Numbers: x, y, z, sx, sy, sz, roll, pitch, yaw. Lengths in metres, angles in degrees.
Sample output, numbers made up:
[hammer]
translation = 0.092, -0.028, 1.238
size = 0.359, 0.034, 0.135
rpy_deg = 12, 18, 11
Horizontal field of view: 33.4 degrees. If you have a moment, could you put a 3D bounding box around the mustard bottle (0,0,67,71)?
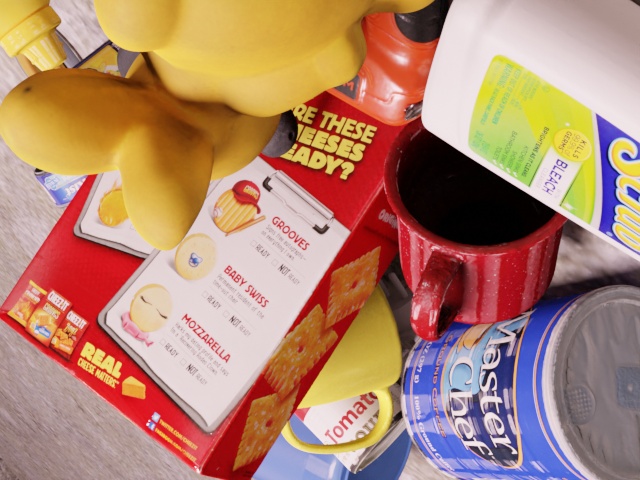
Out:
[mustard bottle]
translation = -0.224, -0.188, 0.667
size = 0.191, 0.058, 0.096
rpy_deg = 55, 157, -12

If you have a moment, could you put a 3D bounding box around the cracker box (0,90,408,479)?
[cracker box]
translation = -0.054, 0.001, 0.598
size = 0.164, 0.213, 0.072
rpy_deg = 31, 175, 27

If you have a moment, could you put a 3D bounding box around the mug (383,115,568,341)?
[mug]
translation = 0.075, -0.001, 0.528
size = 0.093, 0.117, 0.081
rpy_deg = 18, 151, 17

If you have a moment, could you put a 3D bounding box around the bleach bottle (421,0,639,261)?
[bleach bottle]
translation = 0.163, -0.021, 0.430
size = 0.251, 0.068, 0.103
rpy_deg = 35, 153, 15

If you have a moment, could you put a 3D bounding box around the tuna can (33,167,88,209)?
[tuna can]
translation = -0.180, -0.063, 0.833
size = 0.086, 0.086, 0.033
rpy_deg = -1, 127, 56

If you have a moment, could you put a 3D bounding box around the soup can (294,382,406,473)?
[soup can]
translation = 0.011, 0.105, 0.753
size = 0.102, 0.068, 0.068
rpy_deg = 44, 154, 17

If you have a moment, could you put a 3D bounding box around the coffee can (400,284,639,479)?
[coffee can]
translation = 0.123, 0.084, 0.588
size = 0.103, 0.102, 0.141
rpy_deg = 50, 154, -10

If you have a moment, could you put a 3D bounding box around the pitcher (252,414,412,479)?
[pitcher]
translation = -0.043, 0.136, 0.890
size = 0.243, 0.149, 0.145
rpy_deg = 21, 122, 34
